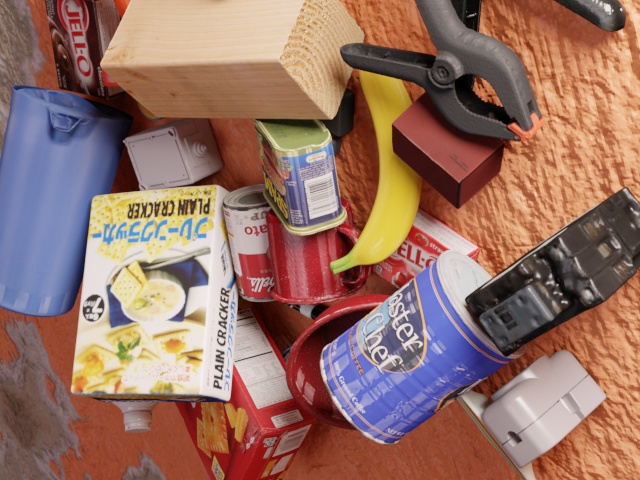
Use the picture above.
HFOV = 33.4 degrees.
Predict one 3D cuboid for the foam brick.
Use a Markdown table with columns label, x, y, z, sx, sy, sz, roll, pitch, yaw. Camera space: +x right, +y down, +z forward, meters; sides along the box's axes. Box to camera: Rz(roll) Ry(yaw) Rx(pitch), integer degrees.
| label | x | y | z | sx | sy | sz | roll | pitch | yaw |
| --- | --- | --- | --- | --- | --- | --- | --- | --- | --- |
| foam brick | 0.101 | -0.075 | 0.859 | 0.078 | 0.053 | 0.051 | 45 | 168 | 19 |

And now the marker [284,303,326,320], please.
| label | x | y | z | sx | sy | sz | roll | pitch | yaw |
| --- | --- | --- | --- | --- | --- | --- | --- | --- | --- |
| marker | -0.029 | 0.061 | 1.114 | 0.121 | 0.020 | 0.020 | 28 | 130 | 33 |

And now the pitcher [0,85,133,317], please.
| label | x | y | z | sx | sy | sz | roll | pitch | yaw |
| --- | --- | --- | --- | --- | --- | --- | --- | --- | --- |
| pitcher | -0.302 | -0.046 | 1.198 | 0.145 | 0.149 | 0.243 | 24 | 104 | 33 |

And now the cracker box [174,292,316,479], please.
| label | x | y | z | sx | sy | sz | roll | pitch | yaw |
| --- | --- | --- | --- | --- | --- | --- | --- | --- | --- |
| cracker box | -0.102 | 0.160 | 1.166 | 0.214 | 0.072 | 0.164 | 58 | 143 | 29 |

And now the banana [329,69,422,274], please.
| label | x | y | z | sx | sy | sz | roll | pitch | yaw |
| --- | --- | --- | --- | --- | --- | --- | --- | --- | --- |
| banana | 0.054 | -0.063 | 0.912 | 0.037 | 0.069 | 0.198 | -140 | 57 | -81 |

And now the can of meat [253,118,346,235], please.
| label | x | y | z | sx | sy | sz | roll | pitch | yaw |
| --- | --- | --- | --- | --- | --- | --- | --- | --- | --- |
| can of meat | -0.020 | -0.067 | 0.953 | 0.102 | 0.057 | 0.084 | -125 | 21 | -54 |

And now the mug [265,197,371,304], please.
| label | x | y | z | sx | sy | sz | roll | pitch | yaw |
| --- | --- | --- | --- | --- | --- | --- | --- | --- | --- |
| mug | 0.001 | 0.008 | 0.998 | 0.117 | 0.093 | 0.081 | 12 | 115 | 48 |

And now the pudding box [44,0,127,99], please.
| label | x | y | z | sx | sy | sz | roll | pitch | yaw |
| --- | --- | --- | --- | --- | --- | --- | --- | --- | --- |
| pudding box | -0.257 | -0.218 | 1.178 | 0.090 | 0.039 | 0.113 | 17 | 123 | 40 |

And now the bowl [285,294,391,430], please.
| label | x | y | z | sx | sy | sz | roll | pitch | yaw |
| --- | --- | --- | --- | --- | --- | --- | --- | --- | --- |
| bowl | 0.047 | 0.103 | 0.993 | 0.055 | 0.162 | 0.162 | -95 | 12 | -53 |

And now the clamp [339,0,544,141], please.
| label | x | y | z | sx | sy | sz | roll | pitch | yaw |
| --- | --- | --- | --- | --- | --- | --- | --- | --- | --- |
| clamp | 0.091 | -0.132 | 0.816 | 0.171 | 0.039 | 0.120 | 49 | 143 | 3 |

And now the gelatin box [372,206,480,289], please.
| label | x | y | z | sx | sy | sz | roll | pitch | yaw |
| --- | --- | --- | --- | --- | --- | --- | --- | --- | --- |
| gelatin box | 0.092 | 0.017 | 0.952 | 0.089 | 0.030 | 0.073 | 36 | 133 | 27 |

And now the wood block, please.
| label | x | y | z | sx | sy | sz | roll | pitch | yaw |
| --- | --- | --- | --- | --- | --- | --- | --- | --- | --- |
| wood block | -0.079 | -0.166 | 0.937 | 0.206 | 0.090 | 0.090 | 5 | 156 | 36 |

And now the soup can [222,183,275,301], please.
| label | x | y | z | sx | sy | sz | roll | pitch | yaw |
| --- | --- | --- | --- | --- | --- | --- | --- | --- | --- |
| soup can | -0.057 | 0.001 | 1.071 | 0.069 | 0.068 | 0.102 | 12 | 120 | 42 |

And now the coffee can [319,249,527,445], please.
| label | x | y | z | sx | sy | sz | roll | pitch | yaw |
| --- | --- | --- | --- | --- | --- | --- | --- | --- | --- |
| coffee can | 0.084 | 0.089 | 0.884 | 0.140 | 0.102 | 0.103 | -40 | 80 | 24 |
